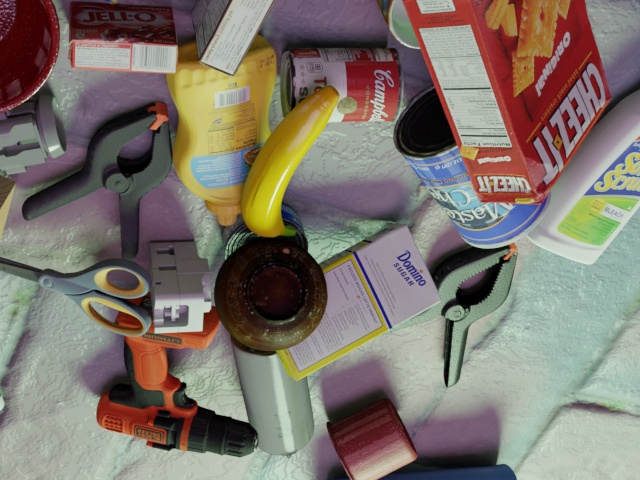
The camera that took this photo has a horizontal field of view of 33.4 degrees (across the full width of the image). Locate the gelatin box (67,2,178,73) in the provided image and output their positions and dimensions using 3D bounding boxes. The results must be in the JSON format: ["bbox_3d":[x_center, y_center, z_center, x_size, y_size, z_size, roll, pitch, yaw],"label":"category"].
[{"bbox_3d":[-0.167,-0.172,0.901,0.089,0.073,0.030,1,127,-13],"label":"gelatin box"}]

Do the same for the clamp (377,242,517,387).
[{"bbox_3d":[0.152,0.078,1.200,0.164,0.036,0.210,33,114,-32],"label":"clamp"}]

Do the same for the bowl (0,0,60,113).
[{"bbox_3d":[-0.296,-0.182,0.875,0.162,0.055,0.162,-6,129,-8],"label":"bowl"}]

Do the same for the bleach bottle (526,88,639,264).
[{"bbox_3d":[0.311,-0.094,1.085,0.102,0.068,0.251,19,119,-27],"label":"bleach bottle"}]

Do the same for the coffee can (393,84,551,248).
[{"bbox_3d":[0.148,-0.074,1.035,0.103,0.103,0.140,-32,128,12],"label":"coffee can"}]

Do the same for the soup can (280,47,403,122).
[{"bbox_3d":[0.018,-0.141,0.973,0.102,0.068,0.068,-2,128,-11],"label":"soup can"}]

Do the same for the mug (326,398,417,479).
[{"bbox_3d":[0.066,0.245,1.288,0.081,0.093,0.117,-27,160,3],"label":"mug"}]

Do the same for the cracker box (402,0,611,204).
[{"bbox_3d":[0.169,-0.163,0.917,0.072,0.164,0.213,6,135,41],"label":"cracker box"}]

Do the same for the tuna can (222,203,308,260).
[{"bbox_3d":[-0.057,0.001,1.091,0.086,0.034,0.086,-6,129,-8],"label":"tuna can"}]

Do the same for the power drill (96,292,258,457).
[{"bbox_3d":[-0.151,0.151,1.146,0.184,0.057,0.188,11,124,4],"label":"power drill"}]

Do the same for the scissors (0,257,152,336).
[{"bbox_3d":[-0.250,0.028,1.037,0.201,0.016,0.096,30,124,-9],"label":"scissors"}]

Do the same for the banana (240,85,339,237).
[{"bbox_3d":[-0.036,-0.062,0.974,0.069,0.037,0.198,-31,157,-35],"label":"banana"}]

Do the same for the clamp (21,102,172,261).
[{"bbox_3d":[-0.202,-0.061,1.005,0.120,0.039,0.172,15,117,-29],"label":"clamp"}]

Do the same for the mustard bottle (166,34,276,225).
[{"bbox_3d":[-0.090,-0.094,0.991,0.096,0.058,0.192,-16,132,-21],"label":"mustard bottle"}]

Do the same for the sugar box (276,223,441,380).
[{"bbox_3d":[0.027,0.061,1.104,0.176,0.048,0.093,-27,99,-13],"label":"sugar box"}]

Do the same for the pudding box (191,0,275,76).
[{"bbox_3d":[-0.067,-0.206,0.887,0.039,0.090,0.114,17,122,-24],"label":"pudding box"}]
